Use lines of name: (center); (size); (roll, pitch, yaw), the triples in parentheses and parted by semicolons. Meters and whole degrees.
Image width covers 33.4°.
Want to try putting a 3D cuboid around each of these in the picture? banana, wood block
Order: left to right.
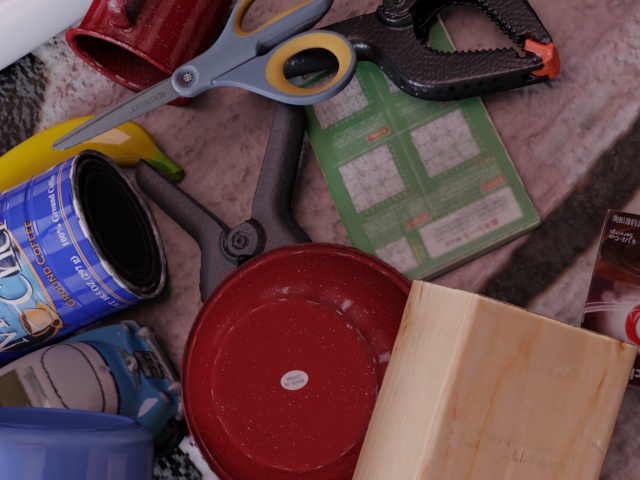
banana: (-0.192, -0.041, 0.741); (0.198, 0.037, 0.069); (-22, 67, 15)
wood block: (0.068, 0.132, 0.522); (0.090, 0.091, 0.206); (18, 88, -12)

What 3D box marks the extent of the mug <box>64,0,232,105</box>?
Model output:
mug: (-0.112, -0.151, 0.701); (0.093, 0.117, 0.081); (22, 78, 14)

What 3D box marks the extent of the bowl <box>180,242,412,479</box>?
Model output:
bowl: (-0.009, 0.079, 0.594); (0.162, 0.055, 0.162); (-1, 85, 12)

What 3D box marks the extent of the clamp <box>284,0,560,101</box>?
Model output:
clamp: (0.044, -0.134, 0.657); (0.210, 0.036, 0.164); (33, 91, 25)

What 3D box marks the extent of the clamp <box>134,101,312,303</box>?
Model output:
clamp: (-0.054, 0.001, 0.668); (0.120, 0.039, 0.171); (-16, 71, 22)

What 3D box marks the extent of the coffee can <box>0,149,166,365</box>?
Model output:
coffee can: (-0.185, 0.016, 0.684); (0.140, 0.102, 0.103); (-24, 67, 14)

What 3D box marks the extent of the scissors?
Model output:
scissors: (-0.062, -0.088, 0.649); (0.202, 0.016, 0.096); (-40, 76, 3)
